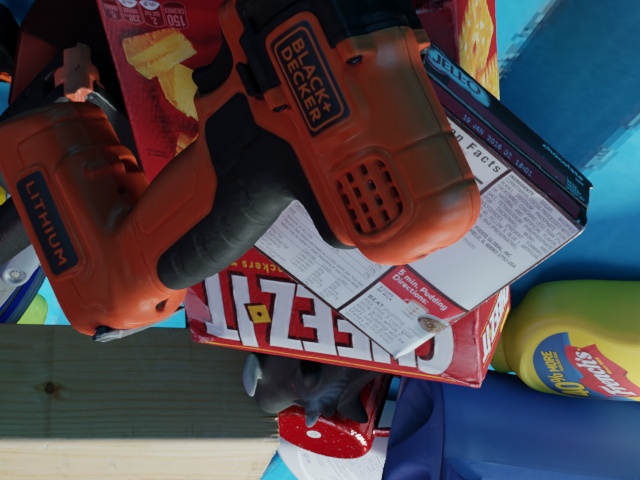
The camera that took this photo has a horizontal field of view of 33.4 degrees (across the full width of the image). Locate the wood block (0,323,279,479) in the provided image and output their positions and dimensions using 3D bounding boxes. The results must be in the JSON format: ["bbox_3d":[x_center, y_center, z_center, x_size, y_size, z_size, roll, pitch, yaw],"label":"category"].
[{"bbox_3d":[-0.140,0.118,0.761,0.206,0.091,0.090,3,149,-13],"label":"wood block"}]

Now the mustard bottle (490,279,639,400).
[{"bbox_3d":[0.175,0.060,0.635,0.192,0.058,0.096,-2,145,35],"label":"mustard bottle"}]

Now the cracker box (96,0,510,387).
[{"bbox_3d":[0.000,-0.037,0.501,0.164,0.072,0.214,7,130,21],"label":"cracker box"}]

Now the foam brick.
[{"bbox_3d":[-0.126,-0.098,0.554,0.051,0.053,0.078,25,151,-9],"label":"foam brick"}]

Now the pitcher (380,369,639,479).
[{"bbox_3d":[0.169,0.159,0.695,0.242,0.149,0.145,10,137,-10],"label":"pitcher"}]

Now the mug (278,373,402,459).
[{"bbox_3d":[0.020,0.114,0.800,0.117,0.081,0.093,12,151,14],"label":"mug"}]

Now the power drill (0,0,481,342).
[{"bbox_3d":[-0.048,-0.054,0.399,0.188,0.057,0.184,-28,83,40],"label":"power drill"}]

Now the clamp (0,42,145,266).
[{"bbox_3d":[-0.117,-0.028,0.576,0.164,0.036,0.210,0,151,-18],"label":"clamp"}]

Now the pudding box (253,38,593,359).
[{"bbox_3d":[0.037,-0.012,0.429,0.090,0.039,0.114,39,127,-12],"label":"pudding box"}]

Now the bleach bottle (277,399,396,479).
[{"bbox_3d":[0.092,0.175,0.884,0.251,0.068,0.102,1,146,27],"label":"bleach bottle"}]

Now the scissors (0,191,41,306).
[{"bbox_3d":[-0.171,0.016,0.673,0.096,0.016,0.202,11,131,-22],"label":"scissors"}]
